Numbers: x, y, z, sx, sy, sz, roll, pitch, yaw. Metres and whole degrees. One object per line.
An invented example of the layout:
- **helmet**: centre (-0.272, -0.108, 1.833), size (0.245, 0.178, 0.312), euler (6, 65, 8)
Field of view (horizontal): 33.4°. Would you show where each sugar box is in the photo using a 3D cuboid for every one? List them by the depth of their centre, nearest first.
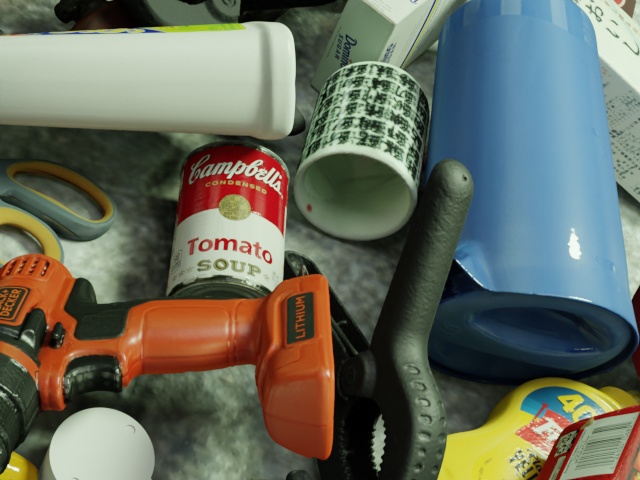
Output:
- **sugar box**: centre (0.068, -0.175, 0.804), size (0.048, 0.093, 0.176), euler (40, 48, 11)

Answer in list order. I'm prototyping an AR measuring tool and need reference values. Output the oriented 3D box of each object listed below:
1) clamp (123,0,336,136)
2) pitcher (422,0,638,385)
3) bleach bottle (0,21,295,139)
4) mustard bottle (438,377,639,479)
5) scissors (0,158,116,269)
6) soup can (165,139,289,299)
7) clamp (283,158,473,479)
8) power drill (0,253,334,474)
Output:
- **clamp**: centre (-0.061, -0.159, 0.706), size (0.171, 0.039, 0.120), euler (34, 58, -25)
- **pitcher**: centre (0.133, -0.033, 0.688), size (0.145, 0.149, 0.243), euler (5, 61, 0)
- **bleach bottle**: centre (-0.146, -0.092, 0.612), size (0.250, 0.103, 0.068), euler (-2, 101, -14)
- **mustard bottle**: centre (0.133, 0.134, 0.629), size (0.191, 0.058, 0.096), euler (-23, 69, -37)
- **scissors**: centre (-0.219, -0.033, 0.612), size (0.201, 0.016, 0.096), euler (19, 50, -12)
- **soup can**: centre (-0.054, 0.001, 0.632), size (0.068, 0.069, 0.102), euler (14, 52, -16)
- **clamp**: centre (0.025, 0.074, 0.590), size (0.036, 0.165, 0.210), euler (12, 71, -32)
- **power drill**: centre (-0.088, 0.064, 0.508), size (0.187, 0.057, 0.184), euler (2, 28, -1)
